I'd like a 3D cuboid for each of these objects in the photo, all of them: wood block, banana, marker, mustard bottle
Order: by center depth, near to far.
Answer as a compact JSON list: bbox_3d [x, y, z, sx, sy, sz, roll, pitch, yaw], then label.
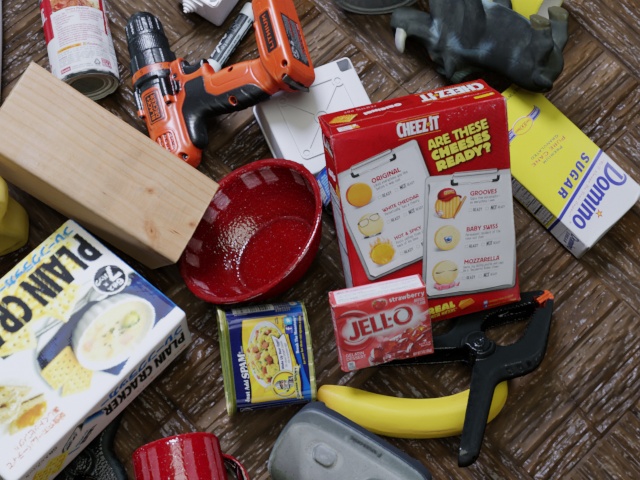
[{"bbox_3d":[-0.333,-0.036,0.979,0.096,0.192,0.058,0,72,-4],"label":"mustard bottle"},{"bbox_3d":[-0.213,-0.066,1.009,0.206,0.091,0.090,33,72,-18],"label":"wood block"},{"bbox_3d":[0.097,0.160,1.027,0.197,0.037,0.069,-7,44,-8],"label":"banana"},{"bbox_3d":[-0.103,-0.202,1.136,0.020,0.020,0.121,29,73,6],"label":"marker"}]

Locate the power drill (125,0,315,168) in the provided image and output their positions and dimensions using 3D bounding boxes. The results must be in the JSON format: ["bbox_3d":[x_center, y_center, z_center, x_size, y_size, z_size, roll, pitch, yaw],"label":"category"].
[{"bbox_3d":[-0.107,-0.179,1.070,0.188,0.057,0.184,-25,73,24],"label":"power drill"}]

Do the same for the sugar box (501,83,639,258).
[{"bbox_3d":[0.237,-0.076,1.102,0.093,0.048,0.176,-43,78,-16],"label":"sugar box"}]

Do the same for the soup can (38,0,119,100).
[{"bbox_3d":[-0.249,-0.203,1.102,0.068,0.068,0.102,-12,74,-7],"label":"soup can"}]

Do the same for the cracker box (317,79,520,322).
[{"bbox_3d":[0.095,-0.028,1.005,0.164,0.072,0.214,-13,117,-7],"label":"cracker box"}]

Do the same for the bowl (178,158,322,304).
[{"bbox_3d":[-0.057,0.001,1.033,0.162,0.055,0.162,-18,52,24],"label":"bowl"}]

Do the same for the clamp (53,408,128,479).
[{"bbox_3d":[-0.214,0.200,0.992,0.120,0.039,0.171,-22,72,-5],"label":"clamp"}]

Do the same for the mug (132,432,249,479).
[{"bbox_3d":[-0.115,0.223,0.971,0.117,0.093,0.081,1,64,-36],"label":"mug"}]

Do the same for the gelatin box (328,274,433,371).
[{"bbox_3d":[0.056,0.077,0.986,0.089,0.030,0.073,-12,116,-4],"label":"gelatin box"}]

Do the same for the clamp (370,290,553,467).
[{"bbox_3d":[0.153,0.117,1.017,0.209,0.036,0.165,-26,51,-21],"label":"clamp"}]

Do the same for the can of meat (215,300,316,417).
[{"bbox_3d":[-0.052,0.109,1.010,0.084,0.057,0.102,-7,94,-8],"label":"can of meat"}]
